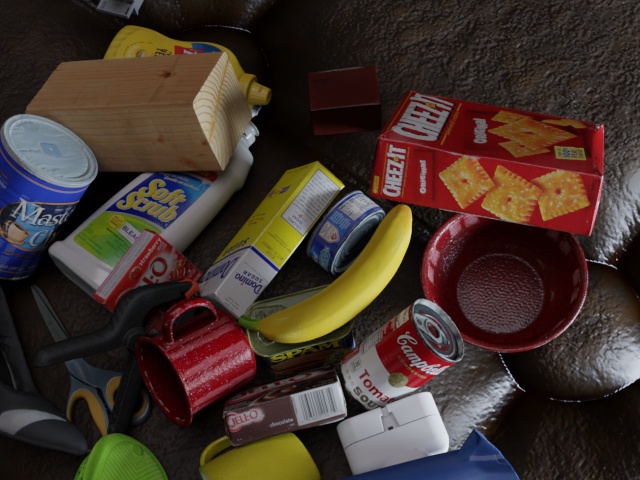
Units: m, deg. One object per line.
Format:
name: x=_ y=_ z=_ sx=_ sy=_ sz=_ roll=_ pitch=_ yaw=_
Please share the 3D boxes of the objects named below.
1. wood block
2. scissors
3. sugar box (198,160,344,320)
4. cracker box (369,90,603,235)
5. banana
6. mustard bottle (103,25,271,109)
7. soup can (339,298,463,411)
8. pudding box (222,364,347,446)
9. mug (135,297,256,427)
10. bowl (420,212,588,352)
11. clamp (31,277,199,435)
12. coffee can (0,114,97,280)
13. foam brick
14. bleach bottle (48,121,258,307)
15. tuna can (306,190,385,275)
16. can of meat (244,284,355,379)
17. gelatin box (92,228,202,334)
wood block: x=-0.191 y=-0.133 z=1.125 sx=0.206 sy=0.090 sz=0.090 roll=1 pitch=46 yaw=25
scissors: x=-0.233 y=0.121 z=1.092 sx=0.096 sy=0.016 sz=0.202 roll=-17 pitch=65 yaw=-3
sugar box: x=-0.057 y=0.001 z=1.084 sx=0.048 sy=0.093 sz=0.176 roll=44 pitch=71 yaw=-14
cracker box: x=0.172 y=-0.083 z=1.066 sx=0.214 sy=0.072 sz=0.164 roll=12 pitch=26 yaw=11
banana: x=0.019 y=0.040 z=0.996 sx=0.197 sy=0.037 sz=0.070 roll=-34 pitch=66 yaw=-10
mustard bottle: x=-0.147 y=-0.181 z=1.200 sx=0.192 sy=0.058 sz=0.096 roll=14 pitch=62 yaw=12
soup can: x=0.075 y=0.110 z=1.010 sx=0.102 sy=0.068 sz=0.068 roll=-40 pitch=61 yaw=29
pudding box: x=-0.034 y=0.155 z=1.013 sx=0.113 sy=0.090 sz=0.039 roll=-13 pitch=95 yaw=-2
mug: x=-0.116 y=0.105 z=0.997 sx=0.081 sy=0.117 sz=0.093 roll=-27 pitch=33 yaw=-30
bowl: x=0.180 y=0.043 z=1.061 sx=0.162 sy=0.055 sz=0.162 roll=-2 pitch=65 yaw=5
clamp: x=-0.179 y=0.109 z=1.036 sx=0.171 sy=0.120 sz=0.039 roll=-36 pitch=27 yaw=-13
coffee can: x=-0.306 y=-0.043 z=1.093 sx=0.103 sy=0.102 sz=0.140 roll=51 pitch=119 yaw=23
foam brick: x=0.027 y=-0.153 z=1.172 sx=0.078 sy=0.051 sz=0.053 roll=-5 pitch=64 yaw=4
bleach bottle: x=-0.164 y=-0.042 z=1.137 sx=0.103 sy=0.068 sz=0.250 roll=35 pitch=71 yaw=20
tuna can: x=0.027 y=-0.007 z=1.085 sx=0.034 sy=0.086 sz=0.086 roll=39 pitch=75 yaw=19
can of meat: x=-0.018 y=0.092 z=1.044 sx=0.102 sy=0.084 sz=0.057 roll=-14 pitch=65 yaw=-1
gelatin box: x=-0.172 y=0.045 z=1.068 sx=0.030 sy=0.073 sz=0.089 roll=19 pitch=69 yaw=52
